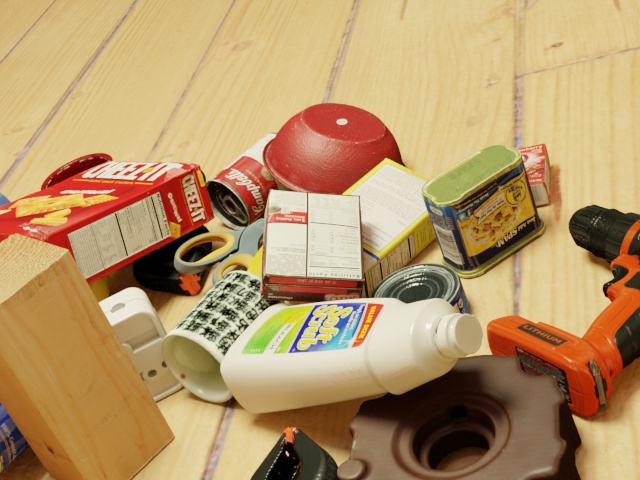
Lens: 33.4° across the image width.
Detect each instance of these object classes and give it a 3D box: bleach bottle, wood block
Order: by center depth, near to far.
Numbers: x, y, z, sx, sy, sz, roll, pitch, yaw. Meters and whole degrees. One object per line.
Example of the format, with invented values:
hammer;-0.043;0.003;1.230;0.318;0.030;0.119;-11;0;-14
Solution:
bleach bottle;0.028;0.081;0.829;0.251;0.068;0.102;-16;23;50
wood block;-0.219;0.107;0.888;0.091;0.206;0.090;12;45;44

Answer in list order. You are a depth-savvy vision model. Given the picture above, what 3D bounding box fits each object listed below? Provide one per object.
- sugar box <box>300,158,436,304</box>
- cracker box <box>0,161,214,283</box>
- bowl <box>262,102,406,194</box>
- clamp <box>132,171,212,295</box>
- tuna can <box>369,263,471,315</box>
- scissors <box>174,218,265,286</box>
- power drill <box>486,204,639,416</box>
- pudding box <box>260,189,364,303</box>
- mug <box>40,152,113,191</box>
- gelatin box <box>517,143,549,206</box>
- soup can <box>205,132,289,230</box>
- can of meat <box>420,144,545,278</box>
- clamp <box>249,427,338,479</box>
sugar box;0.041;-0.002;1.032;0.093;0.048;0.176;31;60;35
cracker box;-0.245;-0.020;1.110;0.164;0.072;0.213;6;27;41
bowl;0.020;-0.103;1.144;0.162;0.055;0.162;7;32;-5
clamp;-0.167;-0.005;1.191;0.164;0.036;0.210;-39;35;-11
tuna can;0.086;0.058;0.936;0.086;0.033;0.086;-17;31;10
scissors;-0.057;0.001;1.129;0.201;0.016;0.096;-22;51;-28
power drill;0.223;0.044;0.844;0.187;0.057;0.185;-35;33;-20
pudding box;-0.007;0.005;0.964;0.090;0.039;0.113;4;47;-4
mug;-0.282;-0.040;1.282;0.093;0.081;0.117;-2;36;31
gelatin box;0.182;-0.059;1.061;0.089;0.030;0.073;-10;33;20
soup can;-0.072;-0.067;1.202;0.069;0.068;0.102;12;45;44
can of meat;0.149;-0.029;0.982;0.102;0.084;0.058;-32;32;-15
clamp;-0.016;0.199;0.771;0.120;0.039;0.171;-15;33;24
